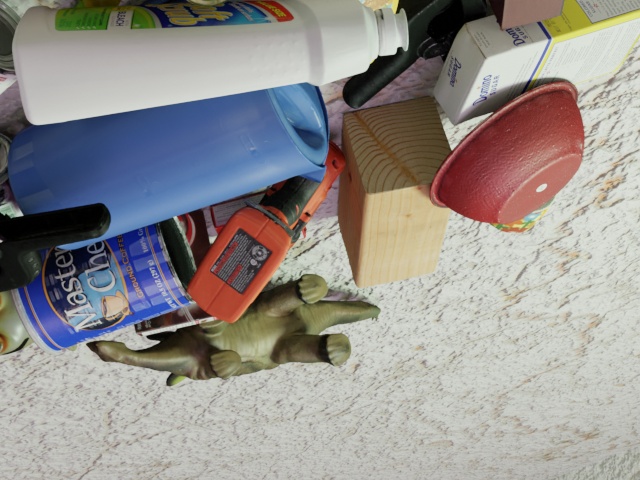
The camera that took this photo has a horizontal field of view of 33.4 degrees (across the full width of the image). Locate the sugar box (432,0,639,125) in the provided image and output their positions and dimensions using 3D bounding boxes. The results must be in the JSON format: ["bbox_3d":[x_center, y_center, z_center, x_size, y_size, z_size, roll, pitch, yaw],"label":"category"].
[{"bbox_3d":[0.187,-0.161,0.897,0.176,0.048,0.093,-17,155,-20],"label":"sugar box"}]

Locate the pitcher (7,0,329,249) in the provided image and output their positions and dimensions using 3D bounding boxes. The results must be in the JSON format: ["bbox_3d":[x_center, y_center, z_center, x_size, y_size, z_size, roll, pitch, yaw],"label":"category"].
[{"bbox_3d":[-0.126,-0.088,0.840,0.243,0.149,0.144,-20,169,18],"label":"pitcher"}]

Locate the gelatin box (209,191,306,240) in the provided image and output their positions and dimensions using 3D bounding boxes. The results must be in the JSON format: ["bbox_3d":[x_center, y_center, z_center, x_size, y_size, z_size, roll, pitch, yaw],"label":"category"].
[{"bbox_3d":[-0.063,-0.019,1.104,0.089,0.030,0.073,-15,153,1],"label":"gelatin box"}]

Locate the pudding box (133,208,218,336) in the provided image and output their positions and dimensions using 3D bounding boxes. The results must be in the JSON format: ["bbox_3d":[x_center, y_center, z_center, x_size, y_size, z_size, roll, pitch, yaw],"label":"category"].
[{"bbox_3d":[-0.149,0.032,1.063,0.090,0.113,0.039,-12,173,-5],"label":"pudding box"}]

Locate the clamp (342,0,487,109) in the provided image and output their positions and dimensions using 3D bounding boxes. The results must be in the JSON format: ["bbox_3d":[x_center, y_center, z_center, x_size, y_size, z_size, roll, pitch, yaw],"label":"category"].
[{"bbox_3d":[0.080,-0.164,0.876,0.120,0.039,0.171,-20,155,-12],"label":"clamp"}]

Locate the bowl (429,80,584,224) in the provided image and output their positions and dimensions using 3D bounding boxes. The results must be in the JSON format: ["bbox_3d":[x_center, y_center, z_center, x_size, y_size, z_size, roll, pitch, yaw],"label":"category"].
[{"bbox_3d":[0.177,-0.064,0.939,0.162,0.055,0.162,-30,158,-14],"label":"bowl"}]

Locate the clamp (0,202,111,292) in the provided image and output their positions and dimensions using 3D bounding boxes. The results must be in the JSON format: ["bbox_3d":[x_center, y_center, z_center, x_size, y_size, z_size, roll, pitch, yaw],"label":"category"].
[{"bbox_3d":[-0.266,-0.011,0.821,0.164,0.036,0.210,26,149,-18],"label":"clamp"}]

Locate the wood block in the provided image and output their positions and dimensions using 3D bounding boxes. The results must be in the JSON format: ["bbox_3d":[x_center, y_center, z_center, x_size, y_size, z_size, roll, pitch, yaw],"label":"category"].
[{"bbox_3d":[0.071,-0.041,1.060,0.090,0.091,0.206,-12,155,-6],"label":"wood block"}]

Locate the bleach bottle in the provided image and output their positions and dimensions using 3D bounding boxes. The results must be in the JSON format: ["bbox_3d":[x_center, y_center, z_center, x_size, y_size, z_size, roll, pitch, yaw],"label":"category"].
[{"bbox_3d":[-0.069,-0.129,0.710,0.250,0.102,0.068,-7,116,-3],"label":"bleach bottle"}]

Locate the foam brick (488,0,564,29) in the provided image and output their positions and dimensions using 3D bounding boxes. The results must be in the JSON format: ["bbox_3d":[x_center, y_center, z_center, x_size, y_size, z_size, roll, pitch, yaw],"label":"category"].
[{"bbox_3d":[0.157,-0.208,0.812,0.051,0.053,0.078,-14,155,-2],"label":"foam brick"}]

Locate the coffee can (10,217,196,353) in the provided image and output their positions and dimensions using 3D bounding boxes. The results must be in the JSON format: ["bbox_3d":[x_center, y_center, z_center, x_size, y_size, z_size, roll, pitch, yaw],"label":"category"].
[{"bbox_3d":[-0.191,0.030,0.949,0.140,0.103,0.102,-19,154,5],"label":"coffee can"}]

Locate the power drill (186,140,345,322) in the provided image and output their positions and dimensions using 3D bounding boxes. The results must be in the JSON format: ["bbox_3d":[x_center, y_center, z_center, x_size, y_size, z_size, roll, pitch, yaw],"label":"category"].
[{"bbox_3d":[-0.056,0.001,0.975,0.185,0.057,0.187,-56,-179,26],"label":"power drill"}]
